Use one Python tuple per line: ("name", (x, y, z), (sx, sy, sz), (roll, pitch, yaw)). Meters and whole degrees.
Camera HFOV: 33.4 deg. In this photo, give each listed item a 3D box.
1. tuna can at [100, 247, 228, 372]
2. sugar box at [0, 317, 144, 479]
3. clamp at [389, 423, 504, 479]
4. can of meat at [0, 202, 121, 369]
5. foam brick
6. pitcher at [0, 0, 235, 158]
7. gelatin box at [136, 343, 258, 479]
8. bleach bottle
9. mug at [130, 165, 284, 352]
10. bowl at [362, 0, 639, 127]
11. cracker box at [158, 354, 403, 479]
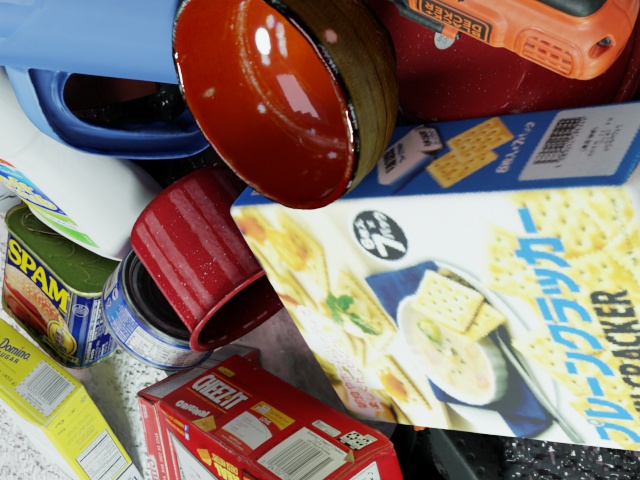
("tuna can", (-0.098, 0.041, 0.700), (0.086, 0.085, 0.034), (51, 131, 11))
("sugar box", (-0.195, 0.136, 0.801), (0.093, 0.048, 0.176), (34, 159, 25))
("clamp", (0.071, 0.168, 0.646), (0.120, 0.039, 0.171), (-7, 104, 39))
("can of meat", (-0.184, 0.031, 0.767), (0.102, 0.057, 0.084), (39, 133, 23))
("foam brick", (-0.154, -0.116, 0.704), (0.078, 0.051, 0.053), (0, 108, 40))
("pitcher", (-0.104, -0.129, 0.519), (0.145, 0.242, 0.149), (-26, 81, 35))
("gelatin box", (-0.077, 0.120, 0.713), (0.030, 0.089, 0.073), (9, 114, 40))
("bleach bottle", (-0.174, -0.061, 0.627), (0.103, 0.250, 0.068), (29, 81, 18))
("mug", (-0.054, 0.001, 0.654), (0.117, 0.093, 0.081), (-41, 73, 11))
("bowl", (0.073, -0.106, 0.514), (0.162, 0.055, 0.162), (18, 119, 34))
("cracker box", (-0.004, 0.193, 0.653), (0.164, 0.072, 0.213), (19, 132, 52))
